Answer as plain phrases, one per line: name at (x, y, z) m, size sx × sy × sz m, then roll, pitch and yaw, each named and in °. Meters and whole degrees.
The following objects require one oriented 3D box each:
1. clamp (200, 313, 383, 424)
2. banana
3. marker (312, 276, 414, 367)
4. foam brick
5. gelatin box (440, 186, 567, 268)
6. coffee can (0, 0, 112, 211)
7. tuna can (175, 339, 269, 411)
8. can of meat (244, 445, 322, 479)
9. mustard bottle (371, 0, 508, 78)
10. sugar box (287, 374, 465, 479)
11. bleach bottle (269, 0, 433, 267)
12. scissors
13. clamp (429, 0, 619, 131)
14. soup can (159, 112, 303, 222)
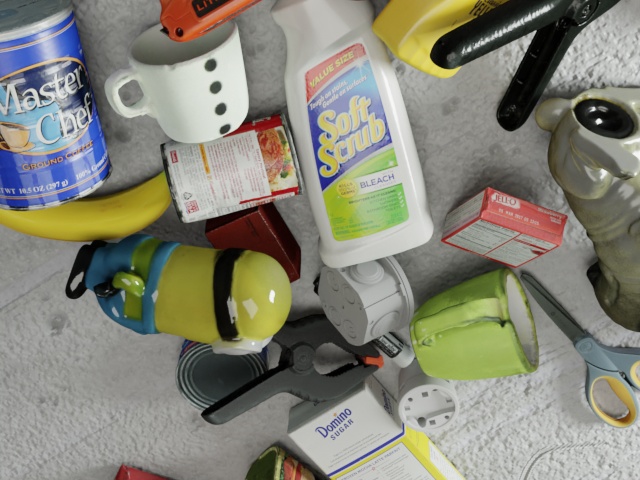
clamp at (-0.027, 0.094, 0.949) m, size 0.171 × 0.039 × 0.120 m, roll -5°, pitch 99°, yaw -25°
banana at (-0.209, -0.032, 0.902) m, size 0.198 × 0.037 × 0.069 m, roll -5°, pitch 90°, yaw 0°
marker at (0.038, 0.073, 0.965) m, size 0.020 × 0.020 × 0.121 m, roll -40°, pitch 112°, yaw 21°
foam brick at (-0.056, 0.001, 0.907) m, size 0.053 × 0.051 × 0.078 m, roll -23°, pitch 117°, yaw 12°
gelatin box at (0.150, -0.010, 0.882) m, size 0.073 × 0.030 × 0.089 m, roll 19°, pitch 162°, yaw -10°
coffee can at (-0.225, -0.108, 0.818) m, size 0.103 × 0.103 × 0.140 m, roll -6°, pitch 120°, yaw 4°
tuna can at (-0.089, 0.118, 0.984) m, size 0.086 × 0.033 × 0.086 m, roll 0°, pitch 120°, yaw 0°
can of meat at (-0.030, 0.259, 1.027) m, size 0.084 × 0.102 × 0.057 m, roll 40°, pitch 113°, yaw -18°
mustard bottle at (0.126, -0.206, 0.767) m, size 0.192 × 0.058 × 0.096 m, roll -49°, pitch 151°, yaw 23°
sugar box at (0.057, 0.210, 1.029) m, size 0.093 × 0.048 × 0.176 m, roll -32°, pitch 111°, yaw 18°
bleach bottle at (0.013, -0.105, 0.841) m, size 0.102 × 0.068 × 0.251 m, roll -15°, pitch 116°, yaw 9°
scissors at (0.262, 0.091, 0.975) m, size 0.096 × 0.016 × 0.201 m, roll -23°, pitch 117°, yaw 12°
clamp at (0.174, -0.175, 0.773) m, size 0.210 × 0.036 × 0.164 m, roll -49°, pitch 152°, yaw 18°
soup can at (-0.071, -0.057, 0.855) m, size 0.102 × 0.068 × 0.068 m, roll -14°, pitch 119°, yaw -3°
